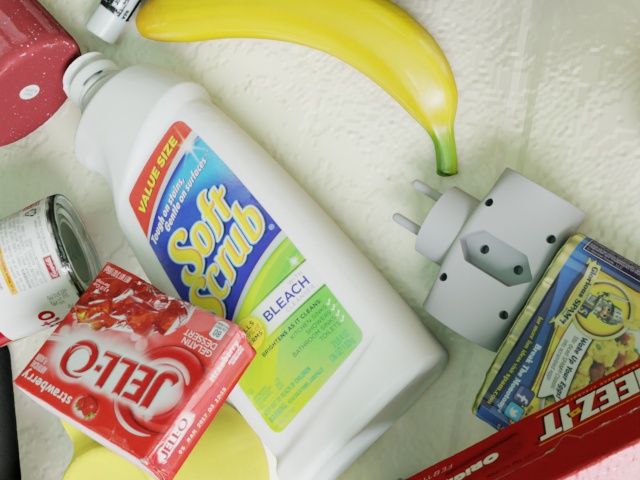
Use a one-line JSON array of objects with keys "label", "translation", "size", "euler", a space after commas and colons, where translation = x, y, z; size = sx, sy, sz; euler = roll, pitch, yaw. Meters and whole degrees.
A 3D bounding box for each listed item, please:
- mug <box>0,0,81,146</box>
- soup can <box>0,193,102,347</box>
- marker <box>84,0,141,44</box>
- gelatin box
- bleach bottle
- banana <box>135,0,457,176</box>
[{"label": "mug", "translation": [-0.191, -0.097, 0.592], "size": [0.081, 0.093, 0.117], "euler": [45, 132, 12]}, {"label": "soup can", "translation": [-0.175, 0.023, 0.571], "size": [0.102, 0.068, 0.068], "euler": [-21, 80, 2]}, {"label": "marker", "translation": [-0.090, -0.164, 0.589], "size": [0.020, 0.020, 0.121], "euler": [38, 99, 18]}, {"label": "gelatin box", "translation": [-0.084, 0.058, 0.489], "size": [0.089, 0.030, 0.073], "euler": [23, 67, 32]}, {"label": "bleach bottle", "translation": [-0.054, 0.001, 0.544], "size": [0.103, 0.068, 0.251], "euler": [-47, 71, 12]}, {"label": "banana", "translation": [-0.007, -0.103, 0.546], "size": [0.198, 0.037, 0.069], "euler": [27, 95, 19]}]
